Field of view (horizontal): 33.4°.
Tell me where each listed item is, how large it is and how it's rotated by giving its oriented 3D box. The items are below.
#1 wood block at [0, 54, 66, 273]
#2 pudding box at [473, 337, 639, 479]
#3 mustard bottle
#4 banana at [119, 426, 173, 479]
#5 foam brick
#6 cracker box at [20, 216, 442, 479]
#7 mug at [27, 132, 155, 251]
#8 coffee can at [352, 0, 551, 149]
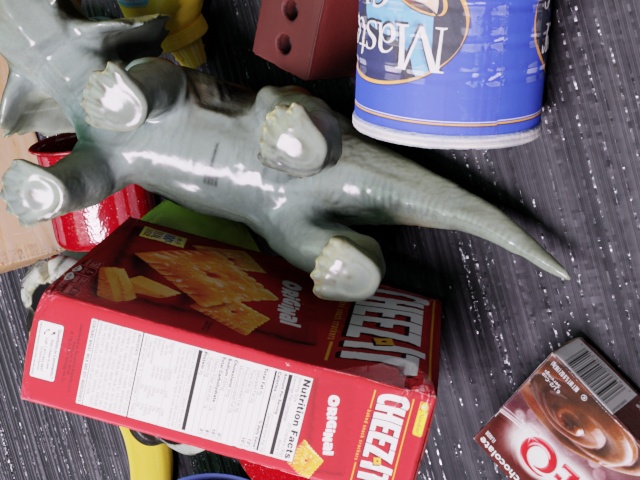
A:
[{"bbox_3d":[-0.310,-0.073,0.956,0.091,0.090,0.206,-18,90,46],"label":"wood block"},{"bbox_3d":[0.154,0.124,0.606,0.113,0.039,0.090,50,132,21],"label":"pudding box"},{"bbox_3d":[-0.127,-0.203,0.729,0.096,0.058,0.191,21,142,55],"label":"mustard bottle"},{"bbox_3d":[-0.169,0.156,0.918,0.037,0.069,0.198,81,172,-85],"label":"banana"},{"bbox_3d":[-0.002,-0.145,0.659,0.053,0.051,0.078,33,124,33],"label":"foam brick"},{"bbox_3d":[-0.040,0.058,0.619,0.214,0.164,0.072,14,106,4],"label":"cracker box"},{"bbox_3d":[-0.177,-0.044,0.847,0.117,0.093,0.081,-138,38,-68],"label":"mug"},{"bbox_3d":[0.070,-0.128,0.559,0.103,0.102,0.140,18,115,39],"label":"coffee can"}]
